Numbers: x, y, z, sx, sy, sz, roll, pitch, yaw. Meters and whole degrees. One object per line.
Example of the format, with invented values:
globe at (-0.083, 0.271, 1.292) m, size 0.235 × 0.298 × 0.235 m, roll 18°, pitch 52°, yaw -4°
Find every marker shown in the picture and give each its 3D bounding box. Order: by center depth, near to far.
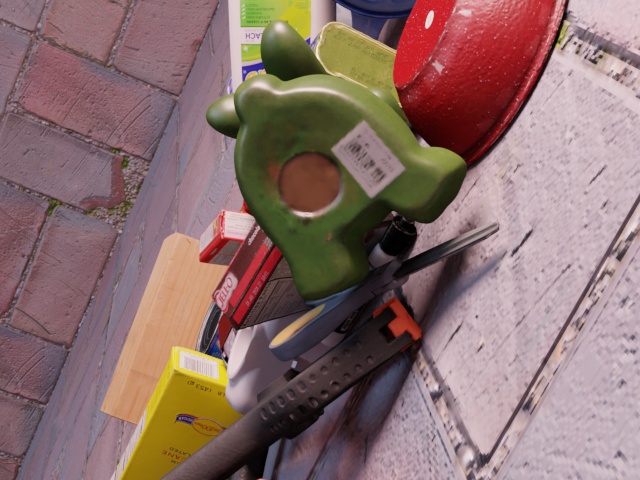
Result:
marker at (0.032, 0.028, 0.735) m, size 0.121 × 0.020 × 0.020 m, roll -58°, pitch 17°, yaw 34°

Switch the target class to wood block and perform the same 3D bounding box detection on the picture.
wood block at (-0.160, 0.106, 1.174) m, size 0.206 × 0.090 × 0.090 m, roll -71°, pitch 15°, yaw -11°

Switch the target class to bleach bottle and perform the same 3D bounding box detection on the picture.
bleach bottle at (-0.028, -0.128, 0.965) m, size 0.068 × 0.103 × 0.251 m, roll -46°, pitch -45°, yaw -70°

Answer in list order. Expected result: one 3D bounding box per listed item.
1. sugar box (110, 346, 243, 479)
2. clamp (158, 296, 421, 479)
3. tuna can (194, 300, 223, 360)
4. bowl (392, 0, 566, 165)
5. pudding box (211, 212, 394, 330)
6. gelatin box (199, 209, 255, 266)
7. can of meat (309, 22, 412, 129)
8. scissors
sugar box at (-0.113, 0.180, 0.894) m, size 0.048 × 0.093 × 0.176 m, roll -103°, pitch 36°, yaw -66°
clamp at (-0.019, 0.105, 0.682) m, size 0.210 × 0.036 × 0.164 m, roll -39°, pitch -5°, yaw 17°
tuna can at (-0.097, 0.089, 1.082) m, size 0.086 × 0.033 × 0.086 m, roll -60°, pitch 17°, yaw 30°
bowl at (0.091, -0.129, 0.679) m, size 0.162 × 0.055 × 0.162 m, roll -59°, pitch 17°, yaw 31°
pudding box at (-0.010, 0.012, 0.744) m, size 0.039 × 0.113 × 0.090 m, roll 54°, pitch 131°, yaw 24°
gelatin box at (-0.056, 0.001, 0.951) m, size 0.073 × 0.089 × 0.030 m, roll 141°, pitch 133°, yaw -63°
can of meat at (0.023, -0.106, 0.802) m, size 0.084 × 0.102 × 0.057 m, roll -46°, pitch 25°, yaw 51°
scissors at (0.027, 0.035, 0.640) m, size 0.096 × 0.016 × 0.202 m, roll -44°, pitch 10°, yaw -21°
